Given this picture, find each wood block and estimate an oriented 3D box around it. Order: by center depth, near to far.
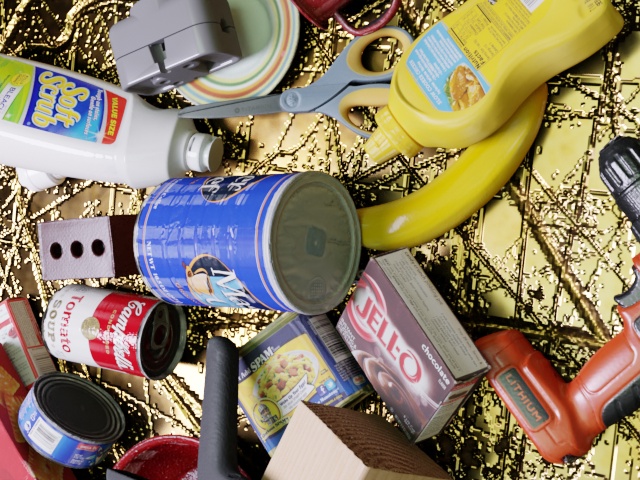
[{"bbox_3d":[-0.004,0.231,0.764,0.091,0.090,0.206,36,103,49],"label":"wood block"}]

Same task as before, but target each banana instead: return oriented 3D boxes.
[{"bbox_3d":[0.088,-0.043,0.780,0.198,0.037,0.069,-30,79,24],"label":"banana"}]

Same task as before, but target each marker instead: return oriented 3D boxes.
[{"bbox_3d":[0.040,0.027,0.815,0.121,0.020,0.020,10,96,26],"label":"marker"}]

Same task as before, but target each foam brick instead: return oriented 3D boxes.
[{"bbox_3d":[-0.192,0.006,0.909,0.078,0.051,0.053,-5,90,26],"label":"foam brick"}]

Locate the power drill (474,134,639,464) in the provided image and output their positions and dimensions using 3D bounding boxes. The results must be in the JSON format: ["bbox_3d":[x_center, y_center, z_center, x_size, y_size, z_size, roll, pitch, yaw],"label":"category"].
[{"bbox_3d":[0.196,0.048,0.720,0.188,0.057,0.184,-40,72,22],"label":"power drill"}]

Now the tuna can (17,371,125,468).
[{"bbox_3d":[-0.211,0.152,0.905,0.086,0.086,0.034,41,110,19],"label":"tuna can"}]

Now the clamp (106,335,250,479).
[{"bbox_3d":[-0.077,0.181,0.768,0.165,0.036,0.210,-57,43,16],"label":"clamp"}]

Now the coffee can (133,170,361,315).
[{"bbox_3d":[-0.055,0.001,0.798,0.141,0.102,0.103,1,92,40],"label":"coffee can"}]

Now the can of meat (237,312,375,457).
[{"bbox_3d":[-0.020,0.107,0.827,0.102,0.057,0.084,-38,77,22],"label":"can of meat"}]

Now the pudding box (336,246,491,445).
[{"bbox_3d":[0.063,0.075,0.764,0.113,0.039,0.090,55,146,25],"label":"pudding box"}]

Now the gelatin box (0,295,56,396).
[{"bbox_3d":[-0.285,0.105,0.970,0.073,0.030,0.089,-30,79,25],"label":"gelatin box"}]

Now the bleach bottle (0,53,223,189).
[{"bbox_3d":[-0.197,-0.099,0.895,0.251,0.068,0.102,12,54,18],"label":"bleach bottle"}]

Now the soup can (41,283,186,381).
[{"bbox_3d":[-0.172,0.075,0.894,0.102,0.068,0.068,8,95,26],"label":"soup can"}]

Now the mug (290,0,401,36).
[{"bbox_3d":[0.015,-0.207,0.784,0.082,0.093,0.117,-34,89,18],"label":"mug"}]

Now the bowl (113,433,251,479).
[{"bbox_3d":[-0.100,0.233,0.871,0.162,0.055,0.162,1,92,26],"label":"bowl"}]

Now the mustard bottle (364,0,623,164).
[{"bbox_3d":[0.107,-0.120,0.741,0.192,0.058,0.096,-40,52,16],"label":"mustard bottle"}]

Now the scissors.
[{"bbox_3d":[-0.010,-0.125,0.820,0.202,0.016,0.096,12,90,15],"label":"scissors"}]
